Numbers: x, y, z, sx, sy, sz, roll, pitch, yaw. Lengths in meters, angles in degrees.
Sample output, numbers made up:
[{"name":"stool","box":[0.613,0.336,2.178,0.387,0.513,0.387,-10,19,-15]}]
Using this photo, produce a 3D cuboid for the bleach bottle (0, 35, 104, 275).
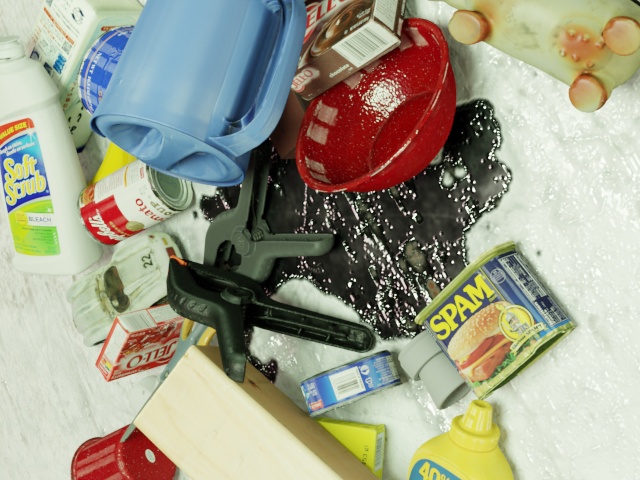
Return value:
[{"name":"bleach bottle","box":[-0.302,-0.088,1.113,0.103,0.068,0.251,4,118,27]}]

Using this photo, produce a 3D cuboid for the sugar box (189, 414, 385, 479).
[{"name":"sugar box","box":[-0.032,0.204,0.980,0.176,0.048,0.093,5,87,17]}]

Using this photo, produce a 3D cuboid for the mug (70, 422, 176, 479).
[{"name":"mug","box":[-0.215,0.256,1.160,0.082,0.117,0.093,-31,117,36]}]

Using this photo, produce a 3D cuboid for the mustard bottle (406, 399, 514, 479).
[{"name":"mustard bottle","box":[0.114,0.221,0.894,0.096,0.058,0.192,28,115,40]}]

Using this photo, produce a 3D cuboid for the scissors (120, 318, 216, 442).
[{"name":"scissors","box":[-0.140,0.139,1.077,0.096,0.016,0.202,34,98,52]}]

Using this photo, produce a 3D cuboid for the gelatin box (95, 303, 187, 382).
[{"name":"gelatin box","box":[-0.182,0.105,1.112,0.030,0.089,0.073,47,126,26]}]

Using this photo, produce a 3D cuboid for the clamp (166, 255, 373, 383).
[{"name":"clamp","box":[-0.078,0.066,0.958,0.210,0.164,0.036,25,112,34]}]

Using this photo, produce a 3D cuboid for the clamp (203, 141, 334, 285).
[{"name":"clamp","box":[-0.057,0.001,1.016,0.120,0.039,0.172,53,135,19]}]

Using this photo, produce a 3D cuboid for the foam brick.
[{"name":"foam brick","box":[-0.019,-0.119,0.950,0.051,0.052,0.078,-37,74,39]}]

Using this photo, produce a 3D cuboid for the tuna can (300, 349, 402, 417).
[{"name":"tuna can","box":[0.026,0.125,0.935,0.086,0.085,0.034,-28,78,41]}]

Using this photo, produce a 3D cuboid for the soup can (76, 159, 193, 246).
[{"name":"soup can","box":[-0.189,-0.043,1.092,0.102,0.068,0.068,-23,82,29]}]

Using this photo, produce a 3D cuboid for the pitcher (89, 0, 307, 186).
[{"name":"pitcher","box":[-0.082,-0.176,0.890,0.149,0.145,0.243,18,76,0]}]

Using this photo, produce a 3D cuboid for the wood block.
[{"name":"wood block","box":[-0.045,0.189,0.914,0.206,0.090,0.090,39,97,20]}]

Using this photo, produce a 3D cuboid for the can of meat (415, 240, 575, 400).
[{"name":"can of meat","box":[0.138,0.065,0.845,0.084,0.057,0.102,54,128,17]}]

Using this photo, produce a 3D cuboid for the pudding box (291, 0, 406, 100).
[{"name":"pudding box","box":[0.020,-0.179,0.884,0.114,0.039,0.090,-24,44,40]}]

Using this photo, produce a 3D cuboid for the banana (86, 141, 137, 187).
[{"name":"banana","box":[-0.252,-0.059,1.181,0.198,0.037,0.069,-39,58,38]}]

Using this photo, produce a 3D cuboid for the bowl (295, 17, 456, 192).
[{"name":"bowl","box":[0.055,-0.097,0.858,0.162,0.055,0.162,-32,41,32]}]

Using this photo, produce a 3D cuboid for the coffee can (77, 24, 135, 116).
[{"name":"coffee can","box":[-0.151,-0.138,1.029,0.140,0.102,0.103,30,117,34]}]
